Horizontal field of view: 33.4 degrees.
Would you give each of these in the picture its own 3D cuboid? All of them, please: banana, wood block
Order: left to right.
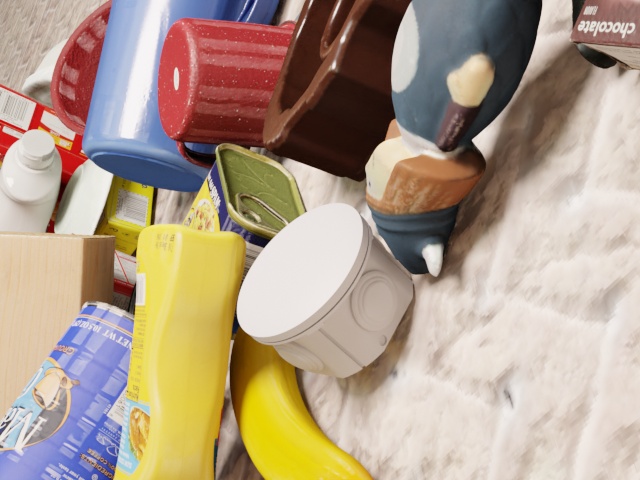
[{"bbox_3d":[-0.203,0.098,0.756,0.090,0.091,0.206,-18,-69,-87],"label":"wood block"},{"bbox_3d":[-0.017,0.084,0.562,0.070,0.037,0.198,-57,28,23],"label":"banana"}]

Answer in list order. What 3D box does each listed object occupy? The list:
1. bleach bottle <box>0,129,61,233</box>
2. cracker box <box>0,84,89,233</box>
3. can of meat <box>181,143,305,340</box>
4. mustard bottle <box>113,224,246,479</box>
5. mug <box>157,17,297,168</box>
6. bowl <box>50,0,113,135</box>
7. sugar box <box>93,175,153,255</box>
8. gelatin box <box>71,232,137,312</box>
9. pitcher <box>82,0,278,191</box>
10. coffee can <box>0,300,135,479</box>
[{"bbox_3d":[-0.282,-0.007,0.994,0.251,0.068,0.102,122,156,-49],"label":"bleach bottle"},{"bbox_3d":[-0.307,-0.058,1.097,0.214,0.164,0.072,-35,39,49],"label":"cracker box"},{"bbox_3d":[-0.054,0.001,0.679,0.084,0.057,0.102,-59,26,24],"label":"can of meat"},{"bbox_3d":[-0.080,0.090,0.580,0.096,0.058,0.191,172,105,-71],"label":"mustard bottle"},{"bbox_3d":[-0.064,-0.096,0.722,0.117,0.081,0.093,115,147,-41],"label":"mug"},{"bbox_3d":[-0.158,-0.148,0.952,0.162,0.055,0.162,-12,59,20],"label":"bowl"},{"bbox_3d":[-0.210,0.000,0.999,0.176,0.048,0.093,-48,31,43],"label":"sugar box"},{"bbox_3d":[-0.167,0.033,0.854,0.030,0.073,0.089,-63,26,10],"label":"gelatin box"},{"bbox_3d":[-0.097,-0.166,0.824,0.149,0.145,0.243,84,-162,-79],"label":"pitcher"},{"bbox_3d":[-0.144,0.123,0.658,0.140,0.102,0.103,-58,20,-23],"label":"coffee can"}]
